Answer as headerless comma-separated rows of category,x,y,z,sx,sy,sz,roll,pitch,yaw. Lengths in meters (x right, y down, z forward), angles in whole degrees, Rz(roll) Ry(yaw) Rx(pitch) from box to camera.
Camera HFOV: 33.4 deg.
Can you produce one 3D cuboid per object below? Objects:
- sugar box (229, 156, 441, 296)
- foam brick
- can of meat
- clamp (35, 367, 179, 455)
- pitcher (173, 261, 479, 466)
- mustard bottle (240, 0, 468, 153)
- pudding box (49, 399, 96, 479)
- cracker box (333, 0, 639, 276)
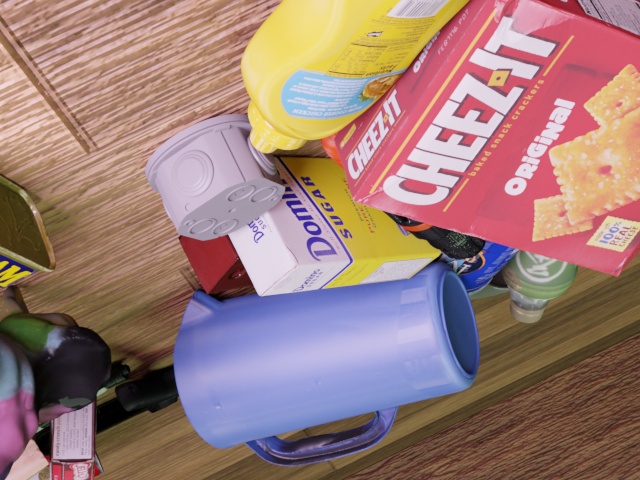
sugar box,0.007,-0.014,0.782,0.048,0.093,0.175,-40,158,32
foam brick,-0.055,0.001,0.804,0.078,0.051,0.053,-10,156,-41
can of meat,-0.209,0.003,0.587,0.084,0.057,0.102,-26,163,5
clamp,-0.159,0.147,1.048,0.209,0.036,0.165,-20,171,-42
pitcher,0.011,0.103,0.917,0.243,0.145,0.149,-14,156,23
mustard bottle,0.011,-0.108,0.583,0.096,0.058,0.192,-10,156,-38
pudding box,-0.207,0.155,0.894,0.039,0.113,0.090,1,143,-15
cracker box,0.142,-0.074,0.659,0.213,0.072,0.164,14,128,-26
